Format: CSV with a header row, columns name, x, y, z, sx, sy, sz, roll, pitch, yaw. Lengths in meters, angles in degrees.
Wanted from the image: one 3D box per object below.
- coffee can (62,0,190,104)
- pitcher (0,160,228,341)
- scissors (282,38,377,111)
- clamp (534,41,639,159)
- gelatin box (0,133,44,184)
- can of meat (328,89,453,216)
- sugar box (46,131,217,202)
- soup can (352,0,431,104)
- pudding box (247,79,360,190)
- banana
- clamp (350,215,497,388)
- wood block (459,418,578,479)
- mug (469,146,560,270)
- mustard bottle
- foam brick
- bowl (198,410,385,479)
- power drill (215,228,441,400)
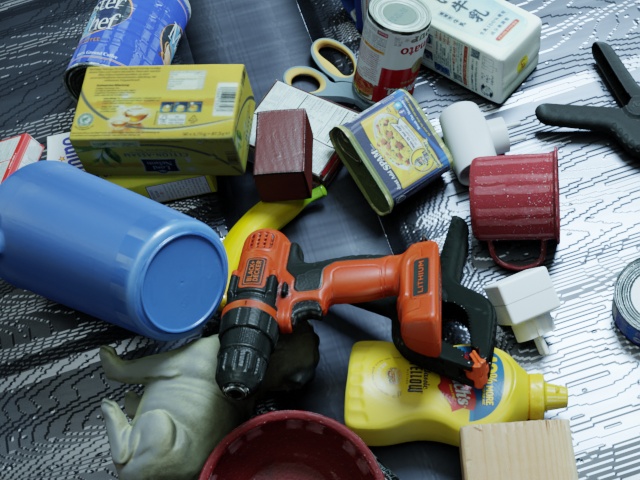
name,x,y,z,sx,sy,sz,roll,pitch,yaw
coffee can,-0.213,-0.216,1.185,0.103,0.103,0.140,8,61,14
pitcher,-0.189,0.008,0.989,0.243,0.145,0.149,18,67,44
scissors,0.031,-0.145,1.150,0.096,0.016,0.202,-26,58,-10
clamp,0.318,-0.136,1.084,0.171,0.039,0.120,27,71,16
gelatin box,-0.344,-0.070,1.144,0.089,0.030,0.073,-10,53,37
can of meat,0.072,-0.090,1.070,0.084,0.057,0.102,-33,91,-14
sugar box,-0.202,-0.082,1.136,0.176,0.048,0.093,-10,57,2
soup can,0.074,-0.200,1.115,0.068,0.102,0.068,5,50,-6
pudding box,-0.022,-0.111,1.127,0.114,0.039,0.090,26,67,21
banana,-0.068,0.003,1.040,0.070,0.037,0.197,-18,26,44
clamp,0.088,0.061,0.968,0.164,0.036,0.210,-18,38,-4
wood block,0.164,0.255,0.842,0.091,0.090,0.206,-5,58,6
mug,0.187,-0.029,1.021,0.081,0.093,0.117,-2,95,14
mustard bottle,0.120,0.136,0.940,0.192,0.058,0.096,0,46,9
foam brick,-0.036,-0.085,1.060,0.051,0.053,0.078,-3,60,8
bowl,-0.025,0.227,0.898,0.162,0.055,0.162,2,70,-5
power drill,0.009,0.060,0.907,0.188,0.057,0.184,0,44,9
